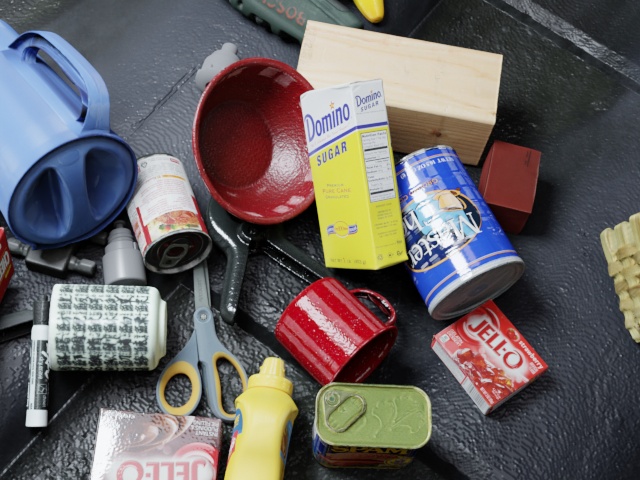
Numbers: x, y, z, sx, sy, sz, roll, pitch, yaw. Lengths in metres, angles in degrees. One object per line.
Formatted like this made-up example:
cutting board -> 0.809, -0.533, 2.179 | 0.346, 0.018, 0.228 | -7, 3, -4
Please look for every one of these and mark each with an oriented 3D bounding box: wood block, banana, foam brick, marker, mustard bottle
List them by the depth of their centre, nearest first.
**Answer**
mustard bottle -> -0.056, 0.194, 0.936 | 0.058, 0.096, 0.191 | 10, 63, 1
marker -> -0.259, 0.111, 0.986 | 0.020, 0.020, 0.121 | 1, 80, -4
foam brick -> 0.193, -0.055, 1.107 | 0.053, 0.051, 0.078 | 15, 63, 2
wood block -> 0.077, -0.154, 1.125 | 0.206, 0.091, 0.090 | 11, 63, 0
banana -> 0.005, -0.324, 1.239 | 0.198, 0.037, 0.069 | 34, 84, 14

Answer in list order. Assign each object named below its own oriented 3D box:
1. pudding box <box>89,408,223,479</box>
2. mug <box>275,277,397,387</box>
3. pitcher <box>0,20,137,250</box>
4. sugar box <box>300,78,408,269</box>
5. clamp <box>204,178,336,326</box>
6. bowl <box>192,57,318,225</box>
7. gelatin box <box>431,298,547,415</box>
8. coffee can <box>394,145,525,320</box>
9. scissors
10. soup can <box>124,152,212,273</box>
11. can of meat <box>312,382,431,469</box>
pudding box -> -0.147, 0.203, 0.956 | 0.113, 0.039, 0.090 | 5, 64, -2
mug -> 0.020, 0.083, 1.006 | 0.117, 0.093, 0.081 | -33, 65, -32
pitcher -> -0.288, -0.123, 1.036 | 0.149, 0.145, 0.243 | -38, 60, -9
sugar box -> 0.031, -0.062, 1.028 | 0.048, 0.093, 0.176 | -15, 98, -31
clamp -> -0.057, 0.001, 1.066 | 0.120, 0.039, 0.171 | -5, 61, -21
bowl -> -0.068, -0.096, 1.049 | 0.161, 0.055, 0.162 | 0, 90, -37
gelatin box -> 0.162, 0.111, 1.033 | 0.073, 0.030, 0.089 | -31, 70, -18
coffee can -> 0.122, -0.008, 1.049 | 0.102, 0.103, 0.140 | -22, 67, -15
scissors -> -0.129, 0.088, 1.029 | 0.096, 0.016, 0.202 | -18, 66, -13
soup can -> -0.153, -0.027, 1.049 | 0.068, 0.068, 0.102 | -16, 57, -12
can of meat -> 0.043, 0.170, 0.963 | 0.102, 0.084, 0.057 | 3, 63, -4
